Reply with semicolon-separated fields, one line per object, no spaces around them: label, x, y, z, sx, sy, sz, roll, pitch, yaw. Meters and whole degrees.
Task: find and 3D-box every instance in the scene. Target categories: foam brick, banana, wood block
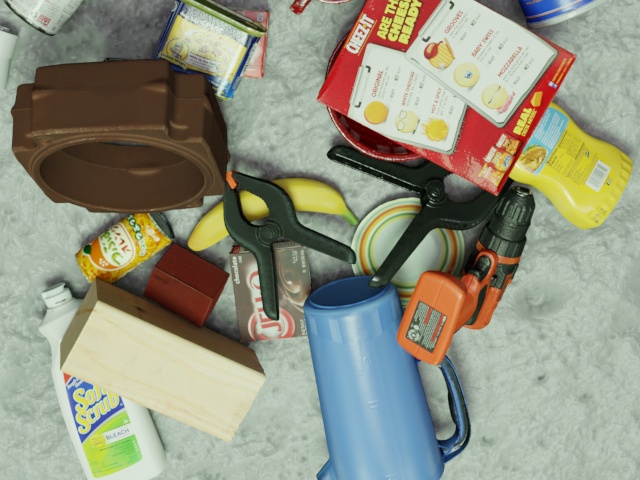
foam brick;-0.151;0.050;1.212;0.078;0.051;0.053;30;130;2
banana;-0.058;-0.033;1.212;0.198;0.037;0.069;-8;103;2
wood block;-0.176;0.133;1.190;0.206;0.091;0.090;27;97;-18

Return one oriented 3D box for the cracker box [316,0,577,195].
cracker box;0.126;-0.169;1.098;0.213;0.072;0.164;27;101;-5

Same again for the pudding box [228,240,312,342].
pudding box;-0.054;0.058;1.237;0.090;0.039;0.113;-6;105;2

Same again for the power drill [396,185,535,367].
power drill;0.163;0.042;1.153;0.057;0.187;0.185;29;122;23

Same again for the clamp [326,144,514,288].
clamp;0.122;-0.039;1.187;0.209;0.036;0.164;-9;80;-10

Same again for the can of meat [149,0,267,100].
can of meat;-0.119;-0.205;1.122;0.102;0.057;0.084;25;107;-7

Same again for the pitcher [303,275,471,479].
pitcher;0.067;0.166;1.218;0.145;0.149;0.243;4;113;42

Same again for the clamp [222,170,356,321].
clamp;-0.058;0.001;1.176;0.171;0.039;0.120;45;91;2

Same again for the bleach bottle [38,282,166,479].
bleach bottle;-0.272;0.171;1.256;0.102;0.068;0.251;-20;103;3

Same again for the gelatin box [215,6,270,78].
gelatin box;-0.103;-0.218;1.164;0.089;0.030;0.073;6;106;-2

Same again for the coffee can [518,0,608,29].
coffee can;0.238;-0.304;1.105;0.103;0.103;0.140;-24;104;6

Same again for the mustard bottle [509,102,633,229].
mustard bottle;0.247;-0.101;1.180;0.191;0.058;0.096;34;77;-9

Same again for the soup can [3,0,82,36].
soup can;-0.278;-0.276;1.126;0.068;0.068;0.102;39;102;-11

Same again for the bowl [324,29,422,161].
bowl;0.084;-0.170;1.166;0.162;0.055;0.162;0;105;-1
